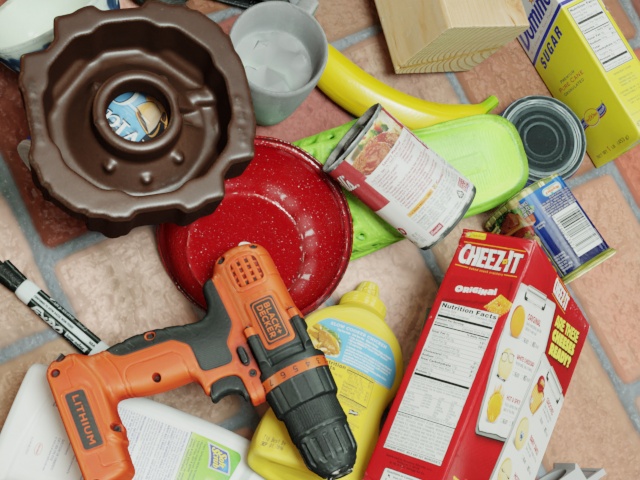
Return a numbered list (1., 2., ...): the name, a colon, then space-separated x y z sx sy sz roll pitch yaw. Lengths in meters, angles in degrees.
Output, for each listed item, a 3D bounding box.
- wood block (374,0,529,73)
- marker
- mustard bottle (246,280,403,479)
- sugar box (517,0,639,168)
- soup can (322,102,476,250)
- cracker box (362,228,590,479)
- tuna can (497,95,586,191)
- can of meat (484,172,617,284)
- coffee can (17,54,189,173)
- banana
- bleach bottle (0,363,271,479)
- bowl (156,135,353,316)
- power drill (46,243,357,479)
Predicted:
1. wood block: 0.096 -0.261 0.941 0.090 0.090 0.206 -8 76 -32
2. marker: -0.215 0.058 0.855 0.121 0.020 0.020 40 73 1
3. mustard bottle: 0.015 0.110 0.848 0.096 0.058 0.191 23 53 -4
4. sugar box: 0.234 -0.160 0.954 0.048 0.093 0.176 -30 83 -16
5. soup can: 0.062 -0.049 0.827 0.102 0.069 0.068 39 73 -10
6. cracker box: 0.126 0.122 0.830 0.072 0.164 0.213 12 69 34
7. tuna can: 0.193 -0.086 0.959 0.086 0.034 0.086 2 76 -10
8. can of meat: 0.191 -0.002 0.904 0.057 0.102 0.084 -30 82 -16
9. coffee can: -0.157 -0.089 0.858 0.103 0.103 0.140 40 73 0
10. banana: 0.061 -0.127 0.946 0.197 0.037 0.069 19 48 -8
11. bleach bottle: -0.120 0.182 0.822 0.250 0.068 0.102 22 74 -7
12. bowl: -0.056 0.001 0.840 0.162 0.055 0.162 1 105 5
13. power drill: -0.085 0.113 0.761 0.187 0.057 0.184 -23 70 -10
